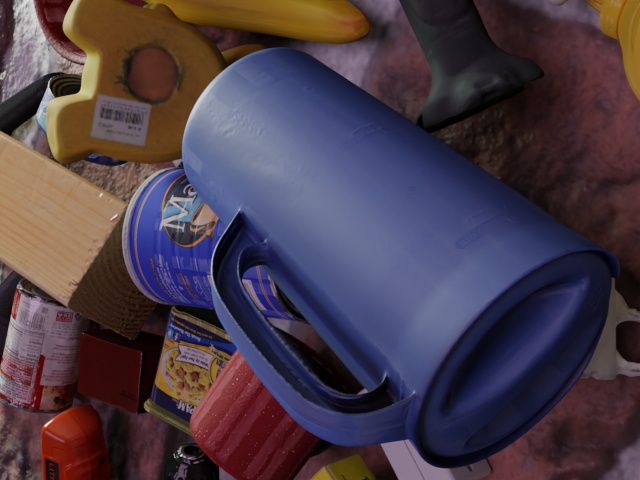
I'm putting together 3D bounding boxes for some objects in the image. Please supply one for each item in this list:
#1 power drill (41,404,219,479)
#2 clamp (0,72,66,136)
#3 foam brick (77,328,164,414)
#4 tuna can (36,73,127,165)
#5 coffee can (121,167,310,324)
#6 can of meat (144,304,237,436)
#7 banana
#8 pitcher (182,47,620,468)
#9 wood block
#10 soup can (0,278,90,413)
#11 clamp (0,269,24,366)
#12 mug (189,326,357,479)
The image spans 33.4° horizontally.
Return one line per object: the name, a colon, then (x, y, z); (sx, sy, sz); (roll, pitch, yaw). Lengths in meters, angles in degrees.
power drill: (-0.146, 0.204, 0.835); (0.188, 0.057, 0.184); (28, 124, 38)
clamp: (-0.310, -0.107, 0.996); (0.165, 0.036, 0.210); (36, 114, 33)
foam brick: (-0.152, 0.104, 0.865); (0.078, 0.051, 0.053); (11, 99, 38)
tuna can: (-0.185, -0.098, 0.866); (0.086, 0.085, 0.034); (46, 119, 29)
coffee can: (-0.055, 0.001, 0.752); (0.141, 0.102, 0.103); (5, 94, 38)
can of meat: (-0.077, 0.101, 0.802); (0.102, 0.057, 0.084); (20, 101, 36)
banana: (-0.047, -0.164, 0.765); (0.198, 0.069, 0.037); (11, 118, 22)
pitcher: (0.021, -0.001, 0.568); (0.243, 0.149, 0.145); (43, 102, 36)
wood block: (-0.218, -0.012, 0.875); (0.206, 0.090, 0.091); (28, 84, 35)
soup can: (-0.238, 0.089, 0.923); (0.069, 0.068, 0.102); (24, 105, 36)
clamp: (-0.317, 0.053, 1.004); (0.120, 0.039, 0.171); (37, 110, 33)
mug: (-0.027, 0.117, 0.724); (0.081, 0.117, 0.093); (-54, 45, 8)
